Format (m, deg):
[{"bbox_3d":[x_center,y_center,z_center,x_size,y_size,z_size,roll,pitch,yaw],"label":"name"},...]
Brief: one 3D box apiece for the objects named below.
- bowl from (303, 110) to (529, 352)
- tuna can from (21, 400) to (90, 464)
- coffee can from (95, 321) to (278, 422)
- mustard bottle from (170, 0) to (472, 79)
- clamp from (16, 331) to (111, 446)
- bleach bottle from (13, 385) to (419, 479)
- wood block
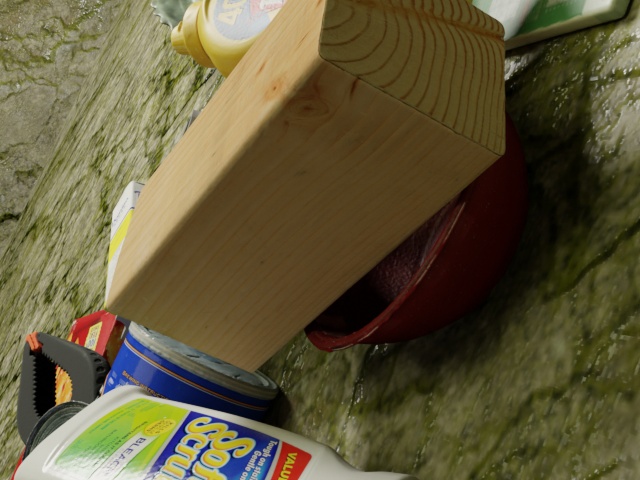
[{"bbox_3d":[0.054,-0.010,0.533,0.162,0.055,0.162,-51,24,32],"label":"bowl"},{"bbox_3d":[-0.171,0.159,0.758,0.086,0.033,0.086,-13,66,30],"label":"tuna can"},{"bbox_3d":[-0.102,0.134,0.674,0.140,0.102,0.103,-64,20,0],"label":"coffee can"},{"bbox_3d":[-0.011,-0.130,0.607,0.192,0.058,0.096,-4,48,37],"label":"mustard bottle"},{"bbox_3d":[-0.193,0.157,0.821,0.164,0.036,0.210,-48,49,8],"label":"clamp"},{"bbox_3d":[-0.034,0.123,0.501,0.251,0.068,0.102,-2,25,42],"label":"bleach bottle"},{"bbox_3d":[-0.013,-0.032,0.509,0.206,0.090,0.090,-44,27,43],"label":"wood block"}]
